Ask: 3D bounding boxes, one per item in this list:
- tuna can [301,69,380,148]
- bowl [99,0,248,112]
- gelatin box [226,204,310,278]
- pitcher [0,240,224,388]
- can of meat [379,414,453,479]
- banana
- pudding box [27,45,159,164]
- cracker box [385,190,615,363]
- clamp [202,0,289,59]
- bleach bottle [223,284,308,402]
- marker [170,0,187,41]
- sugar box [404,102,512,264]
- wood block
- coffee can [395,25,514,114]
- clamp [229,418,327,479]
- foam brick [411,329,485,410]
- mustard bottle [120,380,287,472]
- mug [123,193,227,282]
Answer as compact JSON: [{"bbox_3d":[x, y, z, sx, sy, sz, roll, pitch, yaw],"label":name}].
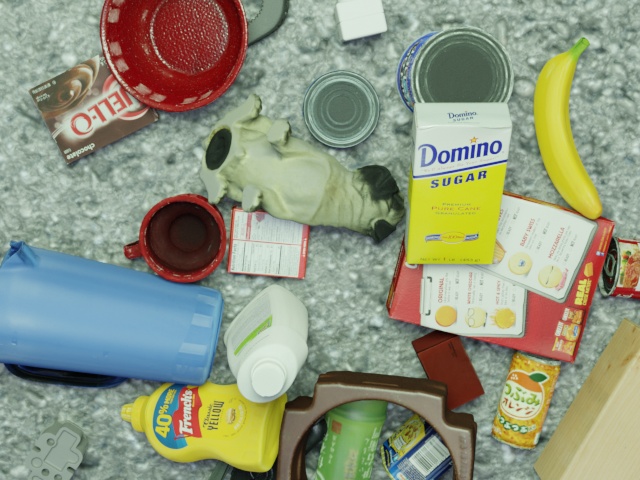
[{"bbox_3d":[0.022,-0.144,1.167,0.086,0.034,0.086,0,99,-1],"label":"tuna can"},{"bbox_3d":[-0.146,-0.217,1.116,0.162,0.055,0.162,3,103,13],"label":"bowl"},{"bbox_3d":[-0.058,0.001,1.190,0.089,0.030,0.073,5,100,-3],"label":"gelatin box"},{"bbox_3d":[-0.234,0.093,1.160,0.242,0.149,0.145,11,81,-6],"label":"pitcher"},{"bbox_3d":[0.115,0.233,1.196,0.084,0.102,0.057,-44,97,7],"label":"can of meat"},{"bbox_3d":[0.264,-0.117,1.154,0.037,0.070,0.198,0,83,-33],"label":"banana"},{"bbox_3d":[-0.244,-0.147,1.157,0.113,0.039,0.090,-26,99,2],"label":"pudding box"},{"bbox_3d":[0.195,0.027,1.180,0.213,0.072,0.164,14,97,-3],"label":"cracker box"},{"bbox_3d":[-0.073,-0.294,1.138,0.164,0.036,0.210,34,99,-7],"label":"clamp"},{"bbox_3d":[-0.057,0.116,1.096,0.068,0.251,0.102,40,96,-7],"label":"bleach bottle"},{"bbox_3d":[-0.149,-0.276,1.149,0.020,0.020,0.121,3,99,-2],"label":"marker"},{"bbox_3d":[0.135,-0.054,1.067,0.093,0.048,0.176,0,133,0],"label":"sugar box"},{"bbox_3d":[0.338,0.203,1.202,0.091,0.090,0.206,28,97,-6],"label":"wood block"},{"bbox_3d":[0.137,-0.169,1.112,0.103,0.140,0.103,0,99,-2],"label":"coffee can"},{"bbox_3d":[-0.052,0.256,1.210,0.120,0.039,0.171,13,104,33],"label":"clamp"},{"bbox_3d":[0.144,0.144,1.207,0.053,0.051,0.078,-24,99,1],"label":"foam brick"},{"bbox_3d":[-0.136,0.199,1.185,0.192,0.058,0.096,1,65,24],"label":"mustard bottle"},{"bbox_3d":[-0.157,-0.004,1.161,0.117,0.081,0.093,-19,99,1],"label":"mug"}]
